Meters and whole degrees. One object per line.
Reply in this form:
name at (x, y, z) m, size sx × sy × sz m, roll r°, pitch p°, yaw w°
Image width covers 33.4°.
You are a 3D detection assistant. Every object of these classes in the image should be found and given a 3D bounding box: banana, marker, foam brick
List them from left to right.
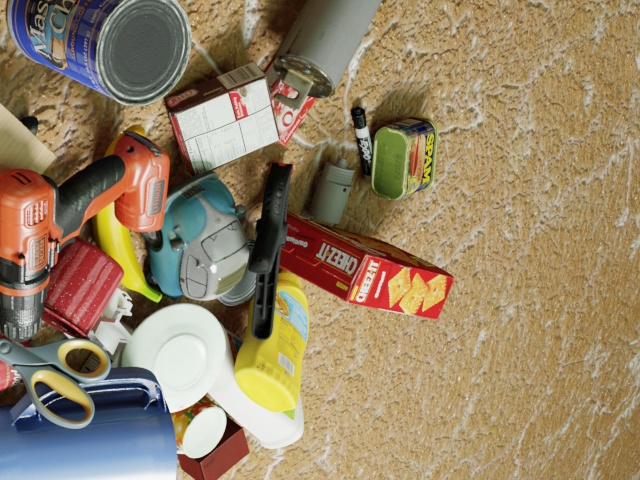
banana at (-0.206, -0.028, 1.115) m, size 0.037 × 0.069 × 0.198 m, roll -81°, pitch 170°, yaw -64°
foam brick at (-0.140, 0.270, 1.385) m, size 0.078 × 0.051 × 0.053 m, roll -35°, pitch 135°, yaw -31°
marker at (0.058, -0.125, 1.401) m, size 0.020 × 0.020 × 0.121 m, roll -41°, pitch 138°, yaw -26°

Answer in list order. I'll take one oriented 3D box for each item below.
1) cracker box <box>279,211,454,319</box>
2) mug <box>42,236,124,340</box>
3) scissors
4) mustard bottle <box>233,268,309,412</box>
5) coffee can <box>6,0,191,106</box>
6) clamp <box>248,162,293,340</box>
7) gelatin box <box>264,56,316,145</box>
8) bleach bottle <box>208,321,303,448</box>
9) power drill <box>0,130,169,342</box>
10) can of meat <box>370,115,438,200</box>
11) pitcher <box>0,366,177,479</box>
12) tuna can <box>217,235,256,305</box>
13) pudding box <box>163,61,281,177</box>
cracker box at (0.047, 0.031, 1.364) m, size 0.213 × 0.164 × 0.072 m, roll 16°, pitch 98°, yaw -53°
mug at (-0.262, 0.038, 1.077) m, size 0.117 × 0.093 × 0.081 m, roll 34°, pitch 72°, yaw -14°
scissors at (-0.287, 0.097, 1.031) m, size 0.096 × 0.202 × 0.016 m, roll -48°, pitch -178°, yaw -33°
mustard bottle at (-0.054, 0.110, 1.327) m, size 0.096 × 0.058 × 0.191 m, roll 46°, pitch 38°, yaw -35°
coffee can at (-0.199, -0.189, 0.956) m, size 0.102 × 0.140 × 0.103 m, roll -27°, pitch 131°, yaw -37°
clamp at (-0.058, 0.002, 1.245) m, size 0.165 × 0.036 × 0.210 m, roll 95°, pitch 1°, yaw -50°
gelatin box at (-0.042, -0.167, 1.247) m, size 0.089 × 0.030 × 0.073 m, roll -56°, pitch 142°, yaw -8°
bleach bottle at (-0.107, 0.171, 1.329) m, size 0.068 × 0.102 × 0.250 m, roll -20°, pitch 144°, yaw 18°
power drill at (-0.224, -0.009, 0.986) m, size 0.187 × 0.057 × 0.185 m, roll -37°, pitch 151°, yaw -44°
can of meat at (0.111, -0.109, 1.422) m, size 0.083 × 0.058 × 0.102 m, roll -24°, pitch 123°, yaw -54°
pitcher at (-0.275, 0.214, 1.087) m, size 0.242 × 0.145 × 0.149 m, roll 0°, pitch 77°, yaw -29°
tuna can at (-0.105, 0.034, 1.294) m, size 0.085 × 0.034 × 0.086 m, roll -28°, pitch 131°, yaw -37°
pudding box at (-0.106, -0.131, 1.166) m, size 0.113 × 0.039 × 0.090 m, roll -24°, pitch 133°, yaw -13°
